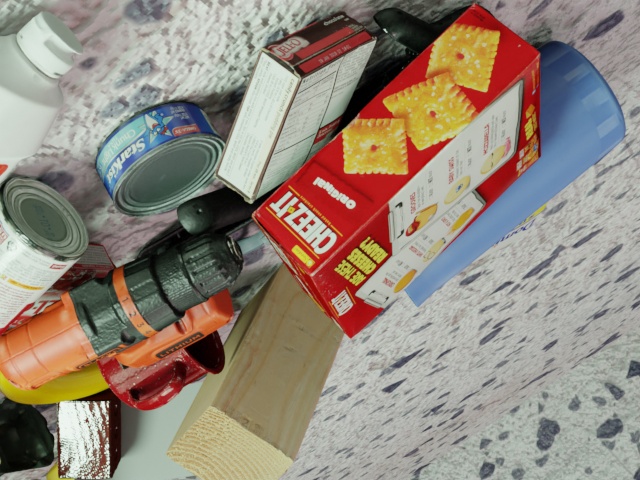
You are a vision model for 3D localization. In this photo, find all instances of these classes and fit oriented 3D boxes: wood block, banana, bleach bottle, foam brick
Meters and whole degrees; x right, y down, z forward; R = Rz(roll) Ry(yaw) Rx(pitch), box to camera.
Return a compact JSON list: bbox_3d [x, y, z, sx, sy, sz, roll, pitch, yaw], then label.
[{"bbox_3d":[-0.052,0.130,0.997,0.091,0.090,0.206,-49,-171,37],"label":"wood block"},{"bbox_3d":[-0.225,0.116,0.939,0.070,0.037,0.197,-37,159,15],"label":"banana"},{"bbox_3d":[-0.230,-0.031,0.560,0.251,0.068,0.102,-39,159,12],"label":"bleach bottle"},{"bbox_3d":[-0.217,0.179,1.002,0.051,0.078,0.053,1,-171,-2],"label":"foam brick"}]

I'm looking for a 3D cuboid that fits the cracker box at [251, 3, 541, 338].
[{"bbox_3d":[0.063,-0.044,0.773,0.213,0.072,0.164,-43,158,-6],"label":"cracker box"}]

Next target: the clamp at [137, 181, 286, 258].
[{"bbox_3d":[-0.039,-0.038,0.815,0.209,0.036,0.165,-28,179,-17],"label":"clamp"}]

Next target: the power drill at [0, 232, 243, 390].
[{"bbox_3d":[-0.124,0.049,0.787,0.184,0.057,0.187,-25,171,8],"label":"power drill"}]

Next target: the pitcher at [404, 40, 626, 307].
[{"bbox_3d":[0.136,-0.064,0.938,0.243,0.149,0.145,-36,142,1],"label":"pitcher"}]

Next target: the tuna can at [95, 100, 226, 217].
[{"bbox_3d":[-0.107,-0.055,0.719,0.086,0.034,0.086,-28,160,-11],"label":"tuna can"}]

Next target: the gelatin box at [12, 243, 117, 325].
[{"bbox_3d":[-0.204,0.032,0.785,0.073,0.030,0.089,-39,158,20],"label":"gelatin box"}]

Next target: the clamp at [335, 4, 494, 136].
[{"bbox_3d":[0.082,-0.141,0.786,0.171,0.039,0.120,-28,165,-28],"label":"clamp"}]

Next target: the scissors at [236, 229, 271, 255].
[{"bbox_3d":[-0.056,0.001,0.866,0.096,0.016,0.201,-24,179,8],"label":"scissors"}]

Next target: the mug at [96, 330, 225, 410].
[{"bbox_3d":[-0.141,0.102,0.927,0.081,0.117,0.093,-32,125,14],"label":"mug"}]

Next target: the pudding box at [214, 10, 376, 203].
[{"bbox_3d":[-0.017,-0.089,0.711,0.089,0.039,0.114,-35,156,-45],"label":"pudding box"}]

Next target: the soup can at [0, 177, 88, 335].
[{"bbox_3d":[-0.207,0.015,0.688,0.102,0.068,0.068,-41,158,22],"label":"soup can"}]
